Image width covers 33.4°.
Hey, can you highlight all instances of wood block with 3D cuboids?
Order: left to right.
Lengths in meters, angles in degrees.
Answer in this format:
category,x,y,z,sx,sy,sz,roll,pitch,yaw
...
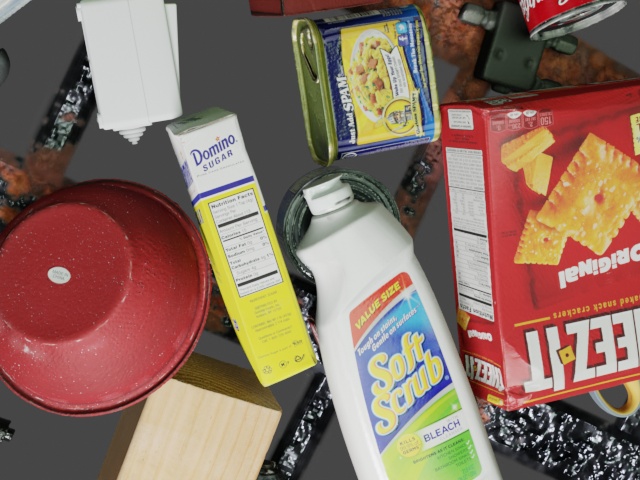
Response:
category,x,y,z,sx,sy,sz,roll,pitch,yaw
wood block,-0.110,0.186,0.741,0.090,0.091,0.206,20,95,-16

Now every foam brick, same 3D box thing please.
category,x,y,z,sx,sy,sz,roll,pitch,yaw
foam brick,-0.005,-0.179,0.708,0.078,0.053,0.051,-14,107,-26

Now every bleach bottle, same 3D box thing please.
category,x,y,z,sx,sy,sz,roll,pitch,yaw
bleach bottle,0.040,0.078,0.731,0.102,0.068,0.251,-24,100,-9

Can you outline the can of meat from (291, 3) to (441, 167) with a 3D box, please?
category,x,y,z,sx,sy,sz,roll,pitch,yaw
can of meat,0.032,-0.109,0.737,0.083,0.057,0.102,-12,103,-13

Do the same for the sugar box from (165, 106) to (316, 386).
category,x,y,z,sx,sy,sz,roll,pitch,yaw
sugar box,-0.055,0.001,0.719,0.048,0.093,0.176,-22,104,-9

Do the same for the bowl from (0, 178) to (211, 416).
category,x,y,z,sx,sy,sz,roll,pitch,yaw
bowl,-0.154,0.027,0.677,0.162,0.055,0.162,-3,72,10

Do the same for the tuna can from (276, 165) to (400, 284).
category,x,y,z,sx,sy,sz,roll,pitch,yaw
tuna can,0.012,-0.010,0.762,0.086,0.034,0.086,-2,101,-13

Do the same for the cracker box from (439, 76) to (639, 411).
category,x,y,z,sx,sy,sz,roll,pitch,yaw
cracker box,0.179,-0.002,0.760,0.164,0.072,0.214,-10,100,-19
